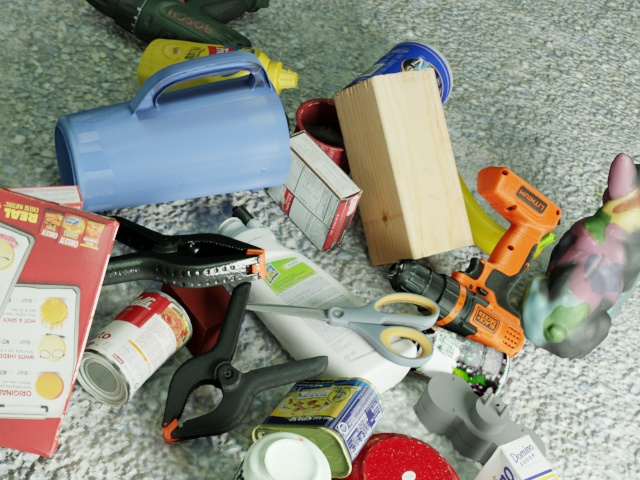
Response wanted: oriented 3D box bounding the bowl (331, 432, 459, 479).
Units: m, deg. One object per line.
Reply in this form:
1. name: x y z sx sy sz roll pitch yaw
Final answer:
1. bowl: 0.075 0.239 1.006 0.162 0.055 0.162 11 44 -11

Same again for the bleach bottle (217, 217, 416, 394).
1. bleach bottle: -0.018 0.063 1.135 0.102 0.068 0.251 -25 58 -35

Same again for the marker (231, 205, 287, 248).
1. marker: -0.058 0.001 1.210 0.121 0.020 0.020 43 47 20

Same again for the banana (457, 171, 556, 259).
1. banana: 0.203 -0.026 1.307 0.198 0.070 0.037 39 18 35

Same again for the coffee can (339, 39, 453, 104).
1. coffee can: 0.098 -0.189 1.397 0.103 0.103 0.140 34 45 12

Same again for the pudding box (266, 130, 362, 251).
1. pudding box: -0.009 -0.057 1.234 0.039 0.090 0.114 -25 60 -37

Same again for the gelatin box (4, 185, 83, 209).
1. gelatin box: -0.294 -0.020 1.097 0.089 0.073 0.030 -4 49 -25

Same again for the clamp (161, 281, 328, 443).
1. clamp: -0.091 0.121 1.023 0.171 0.039 0.120 -33 68 -18

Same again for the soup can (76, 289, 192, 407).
1. soup can: -0.180 0.103 1.026 0.068 0.069 0.102 33 45 11

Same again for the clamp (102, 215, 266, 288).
1. clamp: -0.156 0.013 1.080 0.210 0.036 0.164 1 23 7

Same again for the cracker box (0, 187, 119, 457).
1. cracker box: -0.284 0.063 0.938 0.164 0.072 0.214 15 88 -7

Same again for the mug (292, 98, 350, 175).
1. mug: 0.014 -0.107 1.298 0.117 0.082 0.093 32 44 10

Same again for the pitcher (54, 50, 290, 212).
1. pitcher: -0.163 -0.113 1.177 0.242 0.145 0.149 -13 90 -21

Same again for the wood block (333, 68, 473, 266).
1. wood block: 0.094 -0.083 1.225 0.090 0.091 0.206 -13 90 -31

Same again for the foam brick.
1. foam brick: -0.123 0.071 1.091 0.051 0.053 0.078 -22 59 -37

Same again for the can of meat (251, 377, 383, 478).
1. can of meat: 0.000 0.174 1.012 0.102 0.057 0.083 -5 27 34

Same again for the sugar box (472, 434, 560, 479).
1. sugar box: 0.211 0.279 0.993 0.048 0.093 0.176 -15 54 -33

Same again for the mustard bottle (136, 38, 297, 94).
1. mustard bottle: -0.123 -0.207 1.320 0.192 0.058 0.096 7 37 10

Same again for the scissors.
1. scissors: 0.027 0.090 1.064 0.201 0.016 0.096 -5 49 -15

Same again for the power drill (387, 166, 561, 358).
1. power drill: 0.175 0.015 1.176 0.184 0.057 0.187 33 75 -25
